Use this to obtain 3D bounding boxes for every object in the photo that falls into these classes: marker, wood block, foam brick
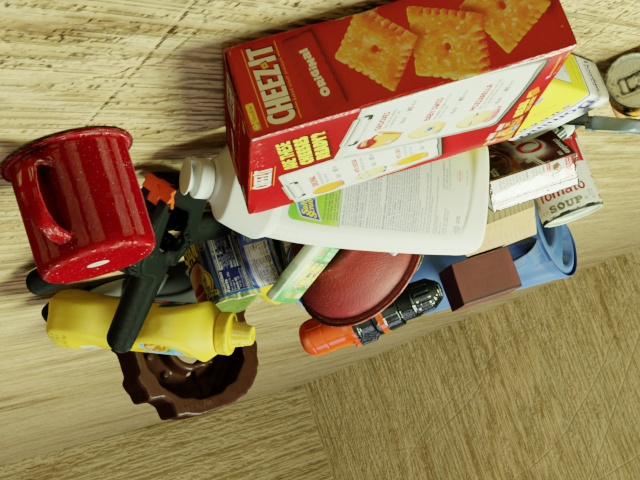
[{"bbox_3d":[0.231,-0.101,1.080,0.121,0.020,0.020,-37,178,-26],"label":"marker"},{"bbox_3d":[0.181,-0.046,1.180,0.091,0.090,0.206,-21,169,9],"label":"wood block"},{"bbox_3d":[0.188,0.047,1.264,0.078,0.051,0.053,-17,170,-15],"label":"foam brick"}]

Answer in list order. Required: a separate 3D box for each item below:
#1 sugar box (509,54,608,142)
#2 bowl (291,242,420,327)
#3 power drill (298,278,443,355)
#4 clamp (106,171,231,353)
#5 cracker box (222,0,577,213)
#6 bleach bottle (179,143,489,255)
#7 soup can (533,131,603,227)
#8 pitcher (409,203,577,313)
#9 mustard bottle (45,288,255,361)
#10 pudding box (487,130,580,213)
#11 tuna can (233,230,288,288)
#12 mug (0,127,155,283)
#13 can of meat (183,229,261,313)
[{"bbox_3d":[0.172,-0.122,0.899,0.093,0.048,0.175,-25,166,30],"label":"sugar box"},{"bbox_3d":[0.024,0.004,1.079,0.162,0.162,0.055,-25,138,30],"label":"bowl"},{"bbox_3d":[0.063,0.059,1.343,0.184,0.057,0.187,-21,-157,13],"label":"power drill"},{"bbox_3d":[-0.124,-0.005,0.903,0.164,0.036,0.210,-51,168,-29],"label":"clamp"},{"bbox_3d":[0.043,-0.099,0.723,0.213,0.072,0.164,-16,167,-8],"label":"cracker box"},{"bbox_3d":[0.012,-0.046,0.851,0.250,0.102,0.068,6,173,-24],"label":"bleach bottle"},{"bbox_3d":[0.249,-0.072,1.128,0.068,0.102,0.068,-18,169,-4],"label":"soup can"},{"bbox_3d":[0.227,0.026,1.513,0.243,0.145,0.149,-22,149,30],"label":"pitcher"},{"bbox_3d":[-0.157,0.083,1.023,0.192,0.058,0.096,5,171,11],"label":"mustard bottle"},{"bbox_3d":[0.181,-0.076,1.010,0.090,0.039,0.113,-19,-148,-3],"label":"pudding box"},{"bbox_3d":[-0.057,0.001,1.011,0.034,0.086,0.086,-15,170,4],"label":"tuna can"},{"bbox_3d":[-0.164,-0.022,0.716,0.093,0.081,0.117,-21,169,10],"label":"mug"},{"bbox_3d":[-0.102,0.030,1.083,0.057,0.084,0.102,-15,169,-19],"label":"can of meat"}]
